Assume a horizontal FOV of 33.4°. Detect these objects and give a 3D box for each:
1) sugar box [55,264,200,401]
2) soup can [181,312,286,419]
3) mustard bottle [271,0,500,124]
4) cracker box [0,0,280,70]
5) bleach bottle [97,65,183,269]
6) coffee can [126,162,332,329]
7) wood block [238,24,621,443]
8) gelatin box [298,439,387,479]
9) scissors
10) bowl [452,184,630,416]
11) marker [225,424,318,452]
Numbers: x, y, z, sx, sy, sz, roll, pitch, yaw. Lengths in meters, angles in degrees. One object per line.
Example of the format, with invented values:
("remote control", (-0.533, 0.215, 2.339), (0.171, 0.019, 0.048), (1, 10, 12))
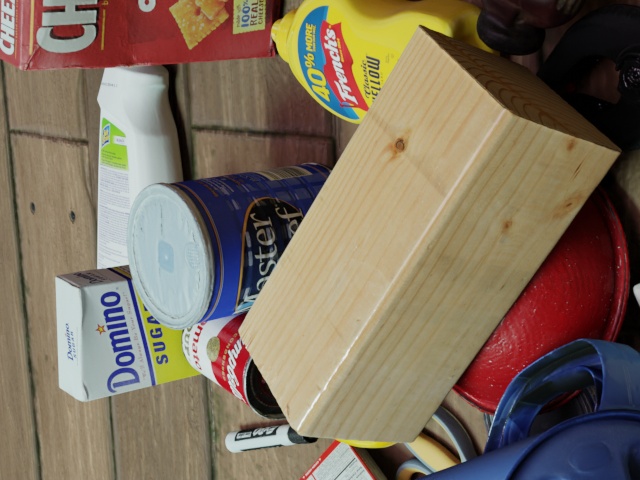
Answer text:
("sugar box", (-0.118, 0.062, 0.842), (0.048, 0.175, 0.093), (18, 112, 47))
("soup can", (-0.053, 0.084, 0.801), (0.102, 0.068, 0.068), (22, 116, 53))
("mustard bottle", (0.031, -0.122, 0.707), (0.192, 0.058, 0.096), (27, 138, 45))
("cracker box", (-0.123, -0.210, 0.752), (0.072, 0.213, 0.164), (30, 121, 43))
("bleach bottle", (-0.159, -0.060, 0.954), (0.103, 0.067, 0.251), (14, 107, 48))
("coffee can", (-0.055, 0.001, 0.779), (0.103, 0.140, 0.103), (16, 111, 48))
("wood block", (0.051, 0.004, 0.578), (0.206, 0.090, 0.091), (-59, 42, 23))
("gelatin box", (0.019, 0.198, 0.784), (0.073, 0.030, 0.089), (-49, 37, 5))
("scissors", (0.114, 0.189, 0.720), (0.202, 0.016, 0.096), (45, 132, 35))
("bowl", (0.099, 0.023, 0.632), (0.162, 0.055, 0.162), (-16, 69, 48))
("marker", (-0.041, 0.165, 0.898), (0.121, 0.020, 0.020), (-20, 84, 51))
